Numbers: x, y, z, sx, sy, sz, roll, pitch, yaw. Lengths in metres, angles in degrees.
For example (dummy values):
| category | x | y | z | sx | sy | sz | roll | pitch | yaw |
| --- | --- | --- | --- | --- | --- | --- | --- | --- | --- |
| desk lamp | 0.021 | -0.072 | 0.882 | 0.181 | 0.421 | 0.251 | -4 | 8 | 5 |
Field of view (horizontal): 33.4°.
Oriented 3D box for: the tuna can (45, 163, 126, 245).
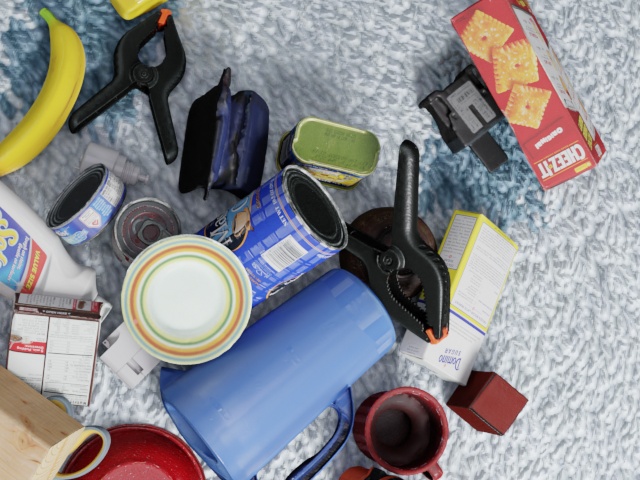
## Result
| category | x | y | z | sx | sy | sz | roll | pitch | yaw |
| --- | --- | --- | --- | --- | --- | --- | --- | --- | --- |
| tuna can | -0.241 | -0.037 | 1.100 | 0.033 | 0.086 | 0.086 | 44 | 75 | -29 |

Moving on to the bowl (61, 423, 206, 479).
| category | x | y | z | sx | sy | sz | roll | pitch | yaw |
| --- | --- | --- | --- | --- | --- | --- | --- | --- | --- |
| bowl | -0.193 | 0.273 | 1.107 | 0.162 | 0.055 | 0.162 | 1 | 84 | -13 |

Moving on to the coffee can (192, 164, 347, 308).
| category | x | y | z | sx | sy | sz | roll | pitch | yaw |
| --- | --- | --- | --- | --- | --- | --- | --- | --- | --- |
| coffee can | -0.057 | 0.001 | 1.112 | 0.140 | 0.102 | 0.103 | -34 | 92 | 23 |

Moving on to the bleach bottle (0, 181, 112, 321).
| category | x | y | z | sx | sy | sz | roll | pitch | yaw |
| --- | --- | --- | --- | --- | --- | --- | --- | --- | --- |
| bleach bottle | -0.321 | 0.000 | 1.103 | 0.250 | 0.068 | 0.102 | 37 | 89 | -9 |

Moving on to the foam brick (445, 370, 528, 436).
| category | x | y | z | sx | sy | sz | roll | pitch | yaw |
| --- | --- | --- | --- | --- | --- | --- | --- | --- | --- |
| foam brick | 0.185 | 0.181 | 1.191 | 0.051 | 0.078 | 0.053 | 39 | 79 | -7 |

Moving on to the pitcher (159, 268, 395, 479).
| category | x | y | z | sx | sy | sz | roll | pitch | yaw |
| --- | --- | --- | --- | --- | --- | --- | --- | --- | --- |
| pitcher | -0.034 | 0.147 | 1.122 | 0.242 | 0.145 | 0.149 | -37 | 124 | -17 |

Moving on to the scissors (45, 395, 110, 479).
| category | x | y | z | sx | sy | sz | roll | pitch | yaw |
| --- | --- | --- | --- | --- | --- | --- | --- | --- | --- |
| scissors | -0.310 | 0.232 | 1.086 | 0.202 | 0.016 | 0.096 | -29 | 85 | 2 |

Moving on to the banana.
| category | x | y | z | sx | sy | sz | roll | pitch | yaw |
| --- | --- | --- | --- | --- | --- | --- | --- | --- | --- |
| banana | -0.297 | -0.152 | 1.145 | 0.070 | 0.037 | 0.198 | 13 | 76 | 18 |

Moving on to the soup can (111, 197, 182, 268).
| category | x | y | z | sx | sy | sz | roll | pitch | yaw |
| --- | --- | --- | --- | --- | --- | --- | --- | --- | --- |
| soup can | -0.183 | -0.004 | 1.116 | 0.068 | 0.102 | 0.068 | 2 | 83 | -13 |

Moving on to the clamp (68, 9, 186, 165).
| category | x | y | z | sx | sy | sz | roll | pitch | yaw |
| --- | --- | --- | --- | --- | --- | --- | --- | --- | --- |
| clamp | -0.204 | -0.173 | 1.165 | 0.120 | 0.039 | 0.171 | 11 | 75 | -16 |

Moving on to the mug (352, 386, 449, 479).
| category | x | y | z | sx | sy | sz | roll | pitch | yaw |
| --- | --- | --- | --- | --- | --- | --- | --- | --- | --- |
| mug | 0.091 | 0.214 | 1.164 | 0.093 | 0.082 | 0.117 | -42 | 93 | -14 |

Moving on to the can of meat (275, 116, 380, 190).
| category | x | y | z | sx | sy | sz | roll | pitch | yaw |
| --- | --- | --- | --- | --- | --- | --- | --- | --- | --- |
| can of meat | 0.009 | -0.096 | 1.180 | 0.102 | 0.084 | 0.057 | 12 | 81 | -11 |

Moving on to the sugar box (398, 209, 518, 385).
| category | x | y | z | sx | sy | sz | roll | pitch | yaw |
| --- | --- | --- | --- | --- | --- | --- | --- | --- | --- |
| sugar box | 0.156 | 0.064 | 1.196 | 0.093 | 0.048 | 0.176 | 35 | 77 | -43 |

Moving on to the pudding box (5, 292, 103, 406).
| category | x | y | z | sx | sy | sz | roll | pitch | yaw |
| --- | --- | --- | --- | --- | --- | --- | --- | --- | --- |
| pudding box | -0.273 | 0.113 | 1.090 | 0.090 | 0.039 | 0.114 | 7 | 118 | -13 |

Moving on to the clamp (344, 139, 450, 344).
| category | x | y | z | sx | sy | sz | roll | pitch | yaw |
| --- | --- | --- | --- | --- | --- | --- | --- | --- | --- |
| clamp | 0.083 | 0.008 | 1.120 | 0.210 | 0.165 | 0.036 | 57 | 37 | 6 |

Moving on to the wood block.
| category | x | y | z | sx | sy | sz | roll | pitch | yaw |
| --- | --- | --- | --- | --- | --- | --- | --- | --- | --- |
| wood block | -0.347 | 0.165 | 1.034 | 0.206 | 0.090 | 0.091 | 34 | 98 | 6 |

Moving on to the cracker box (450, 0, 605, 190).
| category | x | y | z | sx | sy | sz | roll | pitch | yaw |
| --- | --- | --- | --- | --- | --- | --- | --- | --- | --- |
| cracker box | 0.237 | -0.171 | 1.201 | 0.072 | 0.164 | 0.214 | -28 | 90 | 22 |
